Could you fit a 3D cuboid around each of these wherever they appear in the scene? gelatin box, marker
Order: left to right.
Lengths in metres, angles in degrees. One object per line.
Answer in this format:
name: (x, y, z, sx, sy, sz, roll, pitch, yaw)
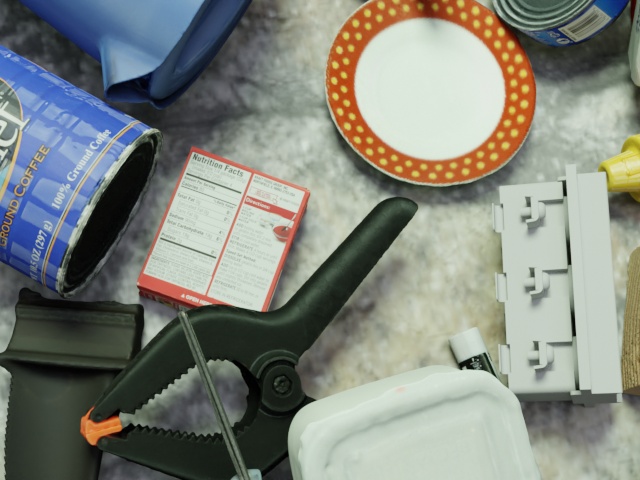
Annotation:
gelatin box: (-0.054, 0.001, 0.604, 0.073, 0.030, 0.089, 20, 74, 0)
marker: (0.104, 0.107, 0.598, 0.020, 0.020, 0.121, -20, 78, -12)

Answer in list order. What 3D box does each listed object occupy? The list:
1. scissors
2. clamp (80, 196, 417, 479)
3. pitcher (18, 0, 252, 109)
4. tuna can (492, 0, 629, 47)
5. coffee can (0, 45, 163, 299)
scissors: (-0.033, 0.126, 0.522, 0.016, 0.096, 0.202, -20, 92, -6)
clamp: (-0.017, 0.083, 0.562, 0.209, 0.036, 0.164, -19, 90, -18)
pitcher: (-0.140, -0.199, 0.585, 0.243, 0.149, 0.145, 35, 110, -1)
tuna can: (0.147, -0.162, 0.645, 0.033, 0.086, 0.086, 19, 67, -45)
coffee can: (-0.170, -0.047, 0.566, 0.140, 0.103, 0.102, 29, 73, 2)
